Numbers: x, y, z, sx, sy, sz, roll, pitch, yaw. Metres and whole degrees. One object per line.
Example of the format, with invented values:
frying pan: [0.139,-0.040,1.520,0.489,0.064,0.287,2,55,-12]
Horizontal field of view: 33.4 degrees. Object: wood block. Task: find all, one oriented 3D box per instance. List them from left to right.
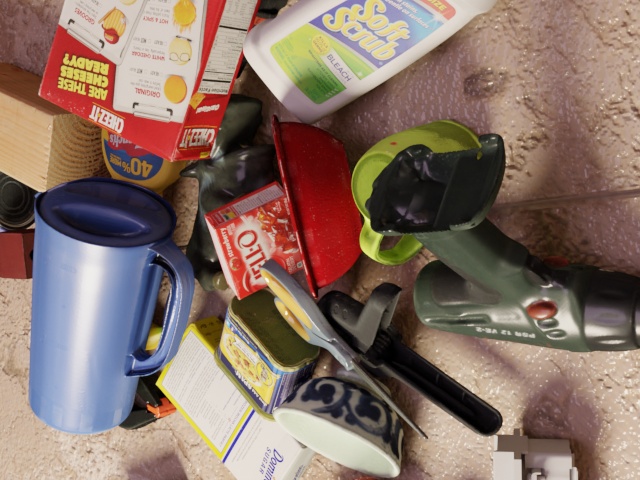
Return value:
wood block: [-0.327,-0.128,1.184,0.206,0.090,0.091,25,113,34]

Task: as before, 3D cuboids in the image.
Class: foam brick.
foam brick: [-0.318,0.013,1.205,0.051,0.078,0.053,3,98,41]

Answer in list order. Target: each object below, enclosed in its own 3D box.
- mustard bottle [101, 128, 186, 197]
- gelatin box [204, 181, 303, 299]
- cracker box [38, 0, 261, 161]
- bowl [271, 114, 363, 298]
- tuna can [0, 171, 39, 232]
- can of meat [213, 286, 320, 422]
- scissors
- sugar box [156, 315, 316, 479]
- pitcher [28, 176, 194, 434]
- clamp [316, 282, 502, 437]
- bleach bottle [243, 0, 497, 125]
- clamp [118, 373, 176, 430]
mustard bottle: [-0.177,-0.109,1.071,0.096,0.058,0.192,19,120,26]
gelatin box: [-0.056,0.001,0.957,0.030,0.073,0.089,49,160,48]
cracker box: [-0.143,-0.199,0.945,0.164,0.072,0.214,27,107,24]
bowl: [0.003,-0.034,0.911,0.055,0.162,0.162,-13,88,2]
tuna can: [-0.361,-0.051,1.226,0.034,0.085,0.086,-5,93,38]
can of meat: [-0.049,0.103,0.993,0.102,0.057,0.084,46,144,25]
scissors: [0.016,0.098,0.909,0.202,0.016,0.096,49,165,11]
sugar box: [-0.081,0.167,1.054,0.176,0.048,0.093,44,122,22]
pitcher: [-0.216,0.073,1.052,0.149,0.144,0.243,-117,35,-55]
clamp: [0.056,0.093,0.898,0.164,0.036,0.210,50,162,-17]
bleach bottle: [0.056,-0.193,0.862,0.251,0.068,0.102,-30,107,37]
clamp: [-0.231,0.152,1.181,0.172,0.039,0.120,5,104,33]
